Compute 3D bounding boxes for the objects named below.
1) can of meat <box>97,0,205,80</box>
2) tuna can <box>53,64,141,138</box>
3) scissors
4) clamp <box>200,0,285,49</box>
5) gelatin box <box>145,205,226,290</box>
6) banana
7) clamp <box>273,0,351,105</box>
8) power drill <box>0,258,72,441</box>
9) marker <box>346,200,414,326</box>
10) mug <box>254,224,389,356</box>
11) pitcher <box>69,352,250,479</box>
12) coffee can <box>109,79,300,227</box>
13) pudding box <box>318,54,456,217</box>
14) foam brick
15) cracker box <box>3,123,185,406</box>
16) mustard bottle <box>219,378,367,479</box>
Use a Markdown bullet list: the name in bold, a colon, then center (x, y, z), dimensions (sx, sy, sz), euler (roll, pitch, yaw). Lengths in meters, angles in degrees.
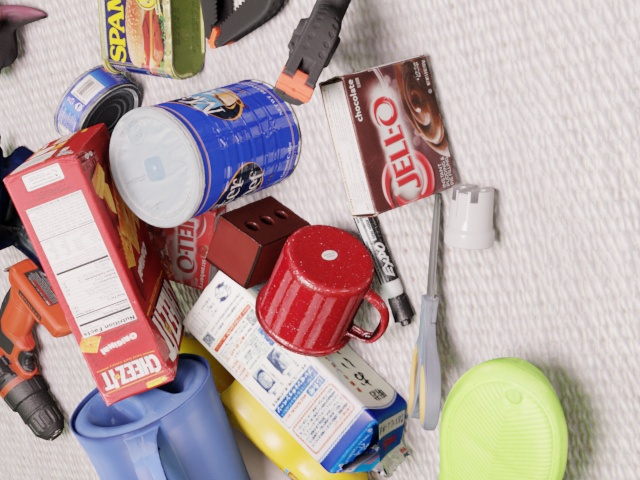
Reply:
- **can of meat**: center (-0.155, -0.202, 0.987), dimensions (0.084, 0.057, 0.102), euler (13, 115, 30)
- **tuna can**: center (-0.216, -0.127, 1.041), dimensions (0.034, 0.086, 0.086), euler (39, 126, 17)
- **scissors**: center (0.093, 0.071, 0.892), dimensions (0.016, 0.096, 0.202), euler (2, 115, -5)
- **clamp**: center (-0.049, -0.251, 0.901), dimensions (0.165, 0.036, 0.210), euler (33, 125, 24)
- **gelatin box**: center (-0.136, -0.002, 1.050), dimensions (0.073, 0.030, 0.089), euler (16, 118, 12)
- **banana**: center (-0.162, 0.130, 1.121), dimensions (0.198, 0.037, 0.069), euler (-7, 85, 35)
- **clamp**: center (0.000, -0.164, 0.831), dimensions (0.039, 0.171, 0.120), euler (20, 118, -7)
- **power drill**: center (-0.335, 0.123, 1.239), dimensions (0.184, 0.057, 0.188), euler (49, 128, 12)
- **marker**: center (0.054, 0.018, 0.935), dimensions (0.020, 0.020, 0.121), euler (-19, 94, 40)
- **mug**: center (0.007, 0.047, 0.928), dimensions (0.117, 0.093, 0.082), euler (33, 134, 10)
- **pitcher**: center (-0.122, 0.240, 0.977), dimensions (0.145, 0.149, 0.243), euler (-4, 115, 39)
- **coffee can**: center (-0.099, -0.079, 0.935), dimensions (0.103, 0.140, 0.103), euler (14, 114, 33)
- **pudding box**: center (0.054, -0.083, 0.850), dimensions (0.039, 0.089, 0.113), euler (-7, 101, 53)
- **foam brick**: center (-0.056, 0.001, 0.974), dimensions (0.053, 0.078, 0.051), euler (35, 122, 21)
- **cracker box**: center (-0.191, 0.014, 0.951), dimensions (0.072, 0.164, 0.213), euler (-21, 104, 3)
- **mustard bottle**: center (-0.013, 0.207, 1.011), dimensions (0.192, 0.058, 0.096), euler (42, 171, 16)
